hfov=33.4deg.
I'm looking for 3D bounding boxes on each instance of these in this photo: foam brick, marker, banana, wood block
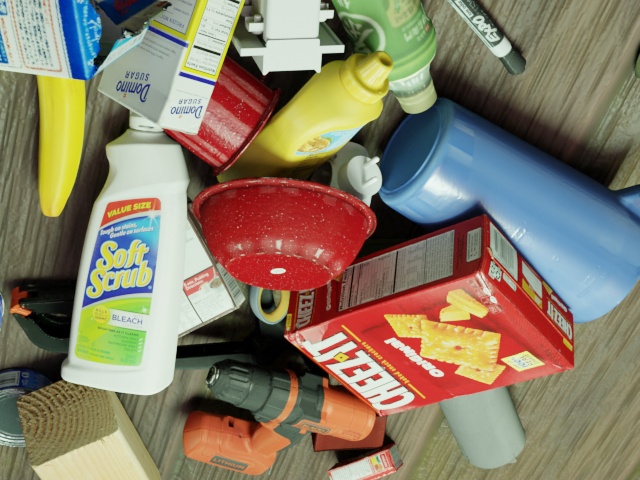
[{"bbox_3d":[0.029,0.195,1.175,0.078,0.053,0.051,-2,127,-9],"label":"foam brick"},{"bbox_3d":[0.142,-0.186,0.925,0.020,0.020,0.121,-37,124,18],"label":"marker"},{"bbox_3d":[-0.223,-0.104,0.895,0.037,0.069,0.198,20,141,6],"label":"banana"},{"bbox_3d":[-0.229,0.236,1.109,0.090,0.090,0.206,-22,138,-7],"label":"wood block"}]

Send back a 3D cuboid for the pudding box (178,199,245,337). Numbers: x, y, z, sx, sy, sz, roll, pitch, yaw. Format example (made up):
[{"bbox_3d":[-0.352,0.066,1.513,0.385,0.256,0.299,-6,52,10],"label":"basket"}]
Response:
[{"bbox_3d":[-0.138,0.031,1.004,0.090,0.039,0.113,-27,96,12],"label":"pudding box"}]

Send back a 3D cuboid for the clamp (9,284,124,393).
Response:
[{"bbox_3d":[-0.222,0.084,1.058,0.120,0.039,0.171,-43,129,14],"label":"clamp"}]

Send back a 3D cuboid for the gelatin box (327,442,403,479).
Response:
[{"bbox_3d":[0.052,0.256,1.210,0.073,0.030,0.089,-21,171,7],"label":"gelatin box"}]

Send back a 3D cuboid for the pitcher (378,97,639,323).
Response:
[{"bbox_3d":[0.169,-0.022,0.988,0.242,0.149,0.145,28,161,-23],"label":"pitcher"}]

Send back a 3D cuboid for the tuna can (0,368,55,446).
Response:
[{"bbox_3d":[-0.314,0.174,1.113,0.086,0.034,0.086,-5,128,-6],"label":"tuna can"}]

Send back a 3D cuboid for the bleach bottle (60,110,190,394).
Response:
[{"bbox_3d":[-0.171,0.006,0.951,0.103,0.068,0.251,8,101,13],"label":"bleach bottle"}]

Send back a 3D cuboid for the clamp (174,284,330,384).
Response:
[{"bbox_3d":[-0.057,0.099,1.091,0.209,0.036,0.165,30,104,-34],"label":"clamp"}]

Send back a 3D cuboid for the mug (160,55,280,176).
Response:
[{"bbox_3d":[-0.087,-0.124,0.894,0.081,0.093,0.117,37,78,-16],"label":"mug"}]

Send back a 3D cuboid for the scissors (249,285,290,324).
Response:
[{"bbox_3d":[-0.057,0.001,1.013,0.096,0.016,0.201,-47,128,-16],"label":"scissors"}]

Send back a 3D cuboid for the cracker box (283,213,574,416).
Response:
[{"bbox_3d":[0.099,0.078,0.977,0.214,0.072,0.164,-21,132,32],"label":"cracker box"}]

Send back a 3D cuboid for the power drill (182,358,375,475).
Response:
[{"bbox_3d":[-0.065,0.181,1.083,0.184,0.057,0.188,23,146,-26],"label":"power drill"}]

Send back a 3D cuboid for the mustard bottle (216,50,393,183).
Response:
[{"bbox_3d":[-0.003,-0.097,0.889,0.096,0.058,0.192,-21,168,-44],"label":"mustard bottle"}]

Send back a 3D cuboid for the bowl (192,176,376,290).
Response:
[{"bbox_3d":[-0.033,0.003,0.920,0.162,0.055,0.162,4,158,1],"label":"bowl"}]

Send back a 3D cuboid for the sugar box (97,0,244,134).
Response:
[{"bbox_3d":[-0.103,-0.178,0.807,0.048,0.093,0.176,6,110,-46],"label":"sugar box"}]
